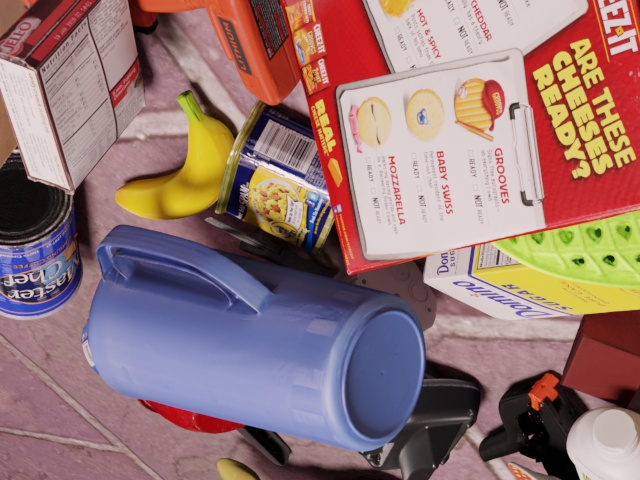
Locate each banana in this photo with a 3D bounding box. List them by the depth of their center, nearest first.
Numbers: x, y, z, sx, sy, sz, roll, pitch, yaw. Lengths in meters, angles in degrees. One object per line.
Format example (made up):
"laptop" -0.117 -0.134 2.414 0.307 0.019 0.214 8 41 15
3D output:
"banana" -0.110 -0.053 0.845 0.069 0.037 0.198 51 146 0

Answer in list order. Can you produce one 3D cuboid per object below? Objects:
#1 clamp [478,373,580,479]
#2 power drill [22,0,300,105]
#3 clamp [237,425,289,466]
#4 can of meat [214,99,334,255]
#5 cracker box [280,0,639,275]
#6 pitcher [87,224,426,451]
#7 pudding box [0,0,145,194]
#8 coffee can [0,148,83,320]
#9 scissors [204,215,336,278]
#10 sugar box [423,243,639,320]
"clamp" 0.197 0.179 0.918 0.120 0.039 0.171 29 152 19
"power drill" -0.104 -0.138 0.686 0.188 0.057 0.184 12 146 26
"clamp" -0.089 0.180 1.168 0.210 0.036 0.165 33 149 -14
"can of meat" -0.023 -0.042 0.765 0.084 0.057 0.102 25 150 1
"cracker box" 0.084 -0.081 0.531 0.214 0.071 0.164 -15 88 49
"pitcher" -0.052 0.068 0.777 0.243 0.145 0.148 8 -174 41
"pudding box" -0.149 -0.097 0.643 0.039 0.090 0.113 22 146 17
"coffee can" -0.275 -0.003 0.983 0.103 0.102 0.140 25 149 6
"scissors" -0.055 0.001 0.823 0.096 0.016 0.201 20 175 38
"sugar box" 0.162 0.016 0.689 0.093 0.048 0.177 26 154 -36
